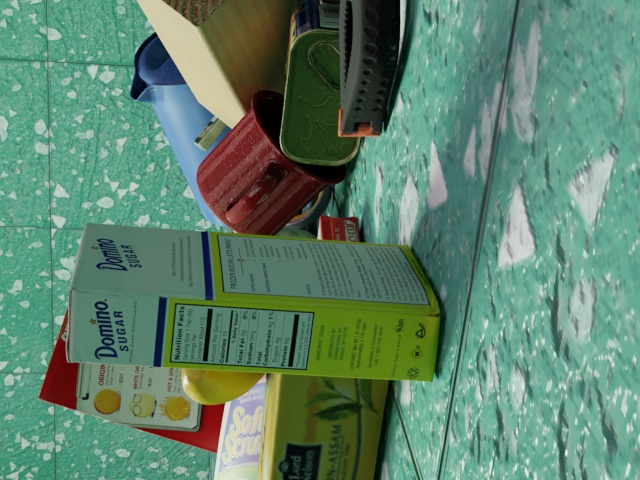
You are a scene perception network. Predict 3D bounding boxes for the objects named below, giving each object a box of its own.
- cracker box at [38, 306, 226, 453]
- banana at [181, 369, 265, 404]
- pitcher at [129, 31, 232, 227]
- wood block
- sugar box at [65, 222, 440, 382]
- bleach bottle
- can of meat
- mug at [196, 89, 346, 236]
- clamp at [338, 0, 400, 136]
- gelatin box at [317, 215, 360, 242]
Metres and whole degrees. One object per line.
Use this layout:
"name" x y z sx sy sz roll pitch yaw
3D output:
"cracker box" -0.135 0.098 1.008 0.072 0.213 0.164 -136 65 -81
"banana" -0.052 0.067 0.716 0.197 0.037 0.070 -52 -30 -61
"pitcher" -0.113 -0.139 1.268 0.243 0.149 0.145 74 -161 -44
"wood block" -0.066 -0.164 0.827 0.090 0.091 0.206 -48 -22 -8
"sugar box" -0.035 0.030 0.538 0.093 0.176 0.048 -108 21 -69
"bleach bottle" -0.048 0.154 0.947 0.103 0.067 0.251 5 93 44
"can of meat" 0.002 -0.119 0.765 0.084 0.057 0.102 -94 10 -56
"mug" -0.043 -0.049 0.809 0.082 0.093 0.117 -43 15 26
"clamp" 0.031 -0.158 0.621 0.164 0.036 0.210 -109 20 -70
"gelatin box" 0.011 0.038 0.750 0.089 0.030 0.073 99 171 -45
